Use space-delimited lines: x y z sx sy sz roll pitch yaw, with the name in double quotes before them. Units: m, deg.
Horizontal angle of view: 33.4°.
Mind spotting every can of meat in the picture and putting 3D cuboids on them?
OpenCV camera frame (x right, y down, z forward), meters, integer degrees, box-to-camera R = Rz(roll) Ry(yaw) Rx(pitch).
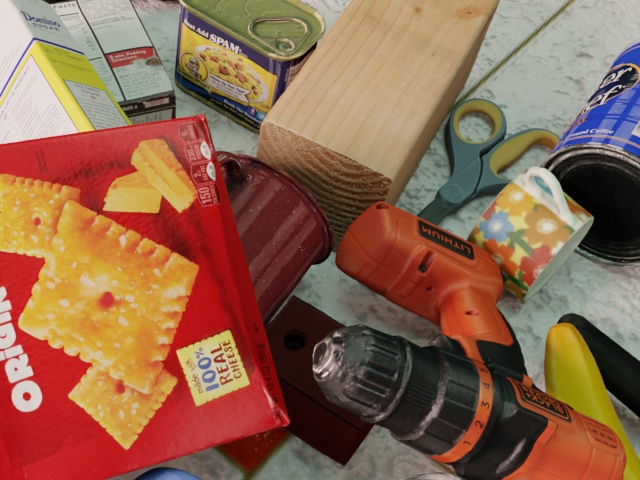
"can of meat" -0.053 -0.132 0.746 0.102 0.084 0.057 32 54 12

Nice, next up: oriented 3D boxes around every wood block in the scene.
"wood block" 0.039 -0.099 0.736 0.090 0.091 0.205 26 53 8

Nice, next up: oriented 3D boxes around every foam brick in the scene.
"foam brick" 0.000 0.081 0.618 0.078 0.051 0.053 31 54 11

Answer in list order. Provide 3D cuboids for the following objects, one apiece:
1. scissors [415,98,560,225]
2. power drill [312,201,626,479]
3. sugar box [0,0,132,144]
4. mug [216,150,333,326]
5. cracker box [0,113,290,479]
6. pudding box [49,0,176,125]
"scissors" 0.085 -0.046 0.753 0.201 0.016 0.096 -24 60 -26
"power drill" 0.063 0.054 0.582 0.184 0.057 0.188 27 23 -25
"sugar box" -0.169 -0.068 0.651 0.048 0.093 0.176 13 32 -44
"mug" -0.054 0.001 0.631 0.093 0.117 0.081 18 54 28
"cracker box" -0.138 0.038 0.506 0.213 0.072 0.164 -12 83 -25
"pudding box" -0.160 -0.120 0.744 0.089 0.039 0.113 -16 57 -21
